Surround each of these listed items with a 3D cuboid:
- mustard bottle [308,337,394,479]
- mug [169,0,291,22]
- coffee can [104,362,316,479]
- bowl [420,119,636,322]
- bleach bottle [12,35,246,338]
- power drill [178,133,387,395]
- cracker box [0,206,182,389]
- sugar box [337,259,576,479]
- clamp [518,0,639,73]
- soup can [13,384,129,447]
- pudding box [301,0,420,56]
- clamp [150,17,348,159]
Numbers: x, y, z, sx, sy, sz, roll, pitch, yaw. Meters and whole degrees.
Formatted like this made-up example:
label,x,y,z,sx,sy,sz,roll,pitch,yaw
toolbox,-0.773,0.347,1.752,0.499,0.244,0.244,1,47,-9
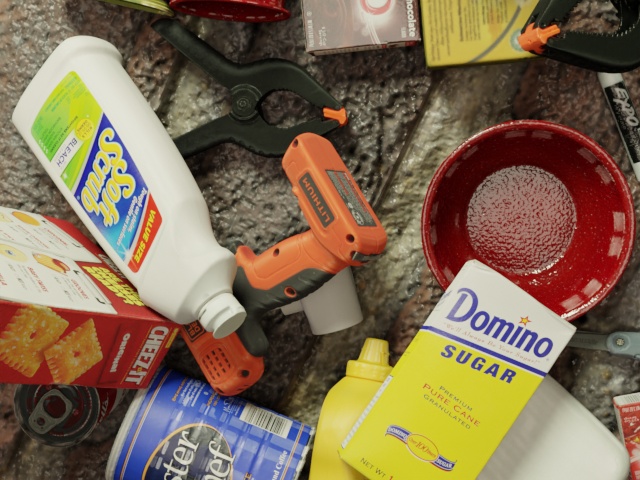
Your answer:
label,x,y,z,sx,sy,sz,roll,pitch,yaw
mustard bottle,0.029,0.173,0.845,0.058,0.096,0.191,6,82,35
mug,-0.075,-0.215,0.806,0.093,0.117,0.081,8,94,50
coffee can,-0.087,0.171,0.856,0.140,0.102,0.103,22,98,2
bowl,0.159,-0.014,0.833,0.162,0.055,0.162,1,97,5
bleach bottle,-0.133,-0.035,0.805,0.103,0.068,0.251,-48,67,20
power drill,-0.055,0.001,0.826,0.188,0.057,0.184,-38,76,25
cracker box,-0.232,0.036,0.772,0.164,0.213,0.072,37,103,35
sugar box,0.099,0.110,0.784,0.093,0.048,0.176,34,88,1
clamp,0.242,-0.171,0.782,0.209,0.036,0.164,-31,96,-18
soup can,-0.196,0.119,0.860,0.068,0.102,0.068,1,97,5
pudding box,0.029,-0.204,0.830,0.090,0.039,0.113,-5,96,6
clamp,-0.064,-0.119,0.851,0.171,0.039,0.120,-2,102,2
